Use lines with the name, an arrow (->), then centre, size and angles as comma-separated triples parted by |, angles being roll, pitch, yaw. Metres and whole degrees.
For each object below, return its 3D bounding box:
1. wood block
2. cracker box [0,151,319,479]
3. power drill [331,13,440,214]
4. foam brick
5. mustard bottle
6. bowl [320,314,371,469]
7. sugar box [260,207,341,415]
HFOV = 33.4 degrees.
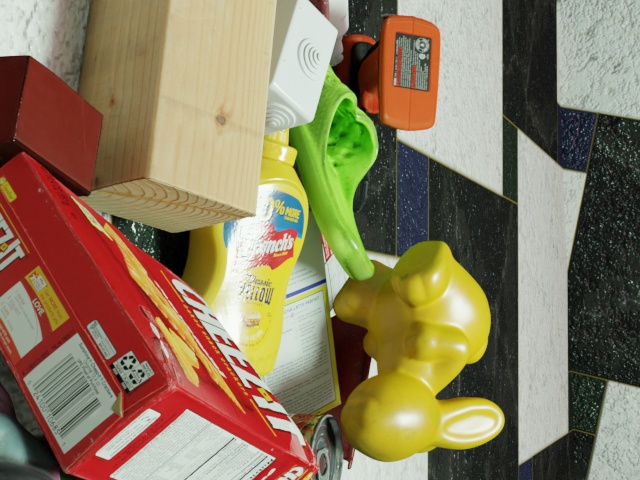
wood block -> -0.092, -0.120, 0.688 | 0.090, 0.090, 0.206 | 18, 70, -43
cracker box -> -0.098, 0.065, 0.597 | 0.164, 0.072, 0.213 | 51, 1, 29
power drill -> 0.051, -0.124, 1.017 | 0.188, 0.057, 0.184 | 163, -70, -71
foam brick -> -0.164, -0.060, 0.586 | 0.078, 0.053, 0.051 | 43, 50, -61
mustard bottle -> -0.055, 0.001, 0.790 | 0.096, 0.058, 0.191 | 15, 89, -44
bowl -> 0.017, 0.129, 1.001 | 0.162, 0.055, 0.162 | 12, 89, -86
sugar box -> -0.036, 0.066, 0.886 | 0.093, 0.048, 0.176 | -19, 106, -43
